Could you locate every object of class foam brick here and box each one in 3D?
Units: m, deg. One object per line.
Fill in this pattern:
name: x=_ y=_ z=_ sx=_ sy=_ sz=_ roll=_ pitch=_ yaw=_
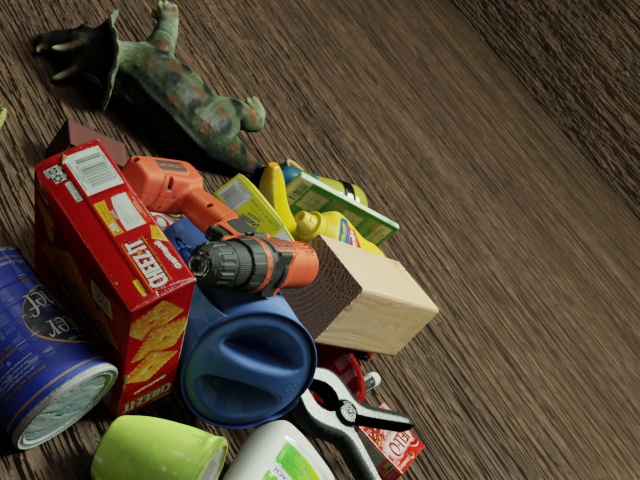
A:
foam brick: x=-0.272 y=-0.095 z=1.240 sx=0.078 sy=0.053 sz=0.051 roll=23 pitch=31 yaw=-34

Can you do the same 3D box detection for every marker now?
marker: x=0.040 y=0.182 z=1.294 sx=0.020 sy=0.020 sz=0.120 roll=49 pitch=25 yaw=13

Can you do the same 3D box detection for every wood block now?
wood block: x=0.043 y=0.070 z=1.266 sx=0.091 sy=0.090 sz=0.205 roll=50 pitch=16 yaw=27

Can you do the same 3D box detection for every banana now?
banana: x=-0.039 y=-0.029 z=1.433 sx=0.037 sy=0.069 sz=0.197 roll=43 pitch=-3 yaw=45

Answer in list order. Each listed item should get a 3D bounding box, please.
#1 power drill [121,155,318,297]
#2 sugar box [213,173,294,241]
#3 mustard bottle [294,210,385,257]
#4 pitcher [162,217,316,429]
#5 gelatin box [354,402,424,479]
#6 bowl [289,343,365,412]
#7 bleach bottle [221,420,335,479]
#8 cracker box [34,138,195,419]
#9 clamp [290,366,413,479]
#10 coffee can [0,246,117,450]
power drill: x=-0.111 y=-0.011 z=1.017 sx=0.188 sy=0.057 sz=0.184 roll=37 pitch=14 yaw=25
sugar box: x=-0.058 y=0.002 z=1.244 sx=0.093 sy=0.048 sz=0.176 roll=50 pitch=-7 yaw=30
mustard bottle: x=0.024 y=0.016 z=1.424 sx=0.191 sy=0.058 sz=0.096 roll=42 pitch=45 yaw=-43
pitcher: x=-0.107 y=0.064 z=1.092 sx=0.144 sy=0.149 sz=0.243 roll=3 pitch=27 yaw=-23
gelatin box: x=0.077 y=0.236 z=1.247 sx=0.073 sy=0.030 sz=0.089 roll=47 pitch=25 yaw=9
bowl: x=-0.026 y=0.145 z=1.212 sx=0.162 sy=0.055 sz=0.162 roll=34 pitch=26 yaw=-19
bleach bottle: x=-0.062 y=0.269 z=0.946 sx=0.102 sy=0.068 sz=0.250 roll=55 pitch=27 yaw=-13
cracker box: x=-0.191 y=0.041 z=0.950 sx=0.072 sy=0.214 sz=0.164 roll=-26 pitch=67 yaw=-28
clamp: x=0.022 y=0.195 z=1.113 sx=0.171 sy=0.039 sz=0.120 roll=33 pitch=37 yaw=-16
coffee can: x=-0.254 y=0.090 z=0.901 sx=0.140 sy=0.103 sz=0.102 roll=48 pitch=25 yaw=13
